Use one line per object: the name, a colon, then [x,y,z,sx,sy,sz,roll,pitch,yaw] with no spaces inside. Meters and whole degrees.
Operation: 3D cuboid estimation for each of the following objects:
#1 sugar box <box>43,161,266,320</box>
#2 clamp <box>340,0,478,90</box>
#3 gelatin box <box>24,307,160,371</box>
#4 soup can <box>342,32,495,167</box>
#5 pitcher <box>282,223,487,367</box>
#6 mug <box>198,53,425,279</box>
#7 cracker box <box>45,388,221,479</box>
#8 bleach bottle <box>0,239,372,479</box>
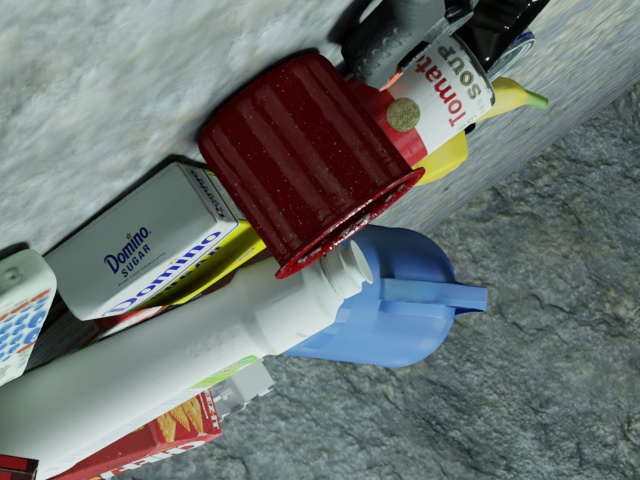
sugar box: [-0.082,0.002,0.623,0.093,0.048,0.176,-35,176,9]
clamp: [0.062,-0.122,0.509,0.120,0.039,0.172,-30,179,-15]
gelatin box: [-0.157,0.060,0.738,0.089,0.030,0.073,-40,172,32]
soup can: [0.042,-0.075,0.620,0.102,0.068,0.068,-37,175,0]
pitcher: [0.027,0.042,0.909,0.149,0.145,0.242,-45,158,16]
mug: [-0.010,-0.036,0.551,0.093,0.081,0.117,-34,174,-19]
cracker box: [-0.181,0.151,0.834,0.164,0.072,0.213,-18,169,4]
bleach bottle: [-0.083,0.067,0.647,0.251,0.068,0.102,-27,175,12]
